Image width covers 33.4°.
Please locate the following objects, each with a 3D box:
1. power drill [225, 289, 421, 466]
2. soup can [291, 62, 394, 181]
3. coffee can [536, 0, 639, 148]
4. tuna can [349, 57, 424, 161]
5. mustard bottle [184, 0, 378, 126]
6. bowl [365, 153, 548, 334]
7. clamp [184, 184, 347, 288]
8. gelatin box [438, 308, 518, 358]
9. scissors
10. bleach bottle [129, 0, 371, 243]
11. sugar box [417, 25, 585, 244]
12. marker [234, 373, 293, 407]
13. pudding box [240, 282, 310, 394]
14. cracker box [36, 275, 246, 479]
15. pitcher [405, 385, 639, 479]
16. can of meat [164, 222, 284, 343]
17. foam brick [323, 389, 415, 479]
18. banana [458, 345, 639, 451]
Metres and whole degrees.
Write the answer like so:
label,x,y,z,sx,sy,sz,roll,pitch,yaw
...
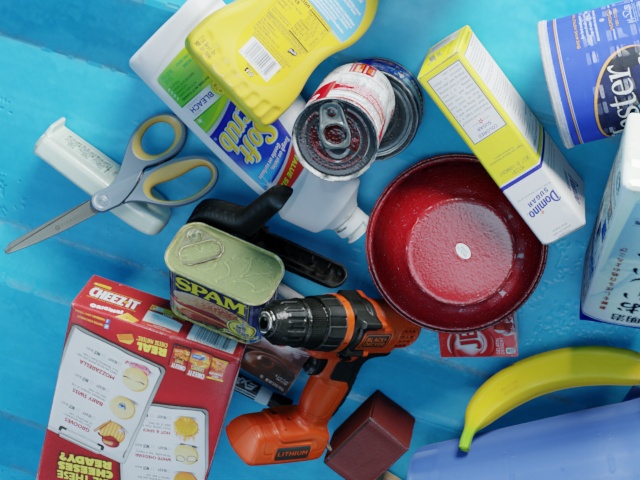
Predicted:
label,x,y,z,sx,sy,sz,roll,pitch,yaw
power drill,-0.013,0.125,0.977,0.188,0.184,0.057,-57,48,27
soup can,0.021,-0.097,0.855,0.068,0.102,0.068,5,116,11
coffee can,0.248,-0.137,0.823,0.140,0.102,0.103,-12,112,18
tuna can,0.045,-0.112,0.921,0.086,0.033,0.086,5,116,11
mustard bottle,-0.011,-0.189,0.856,0.191,0.058,0.096,-44,109,-2
bowl,0.119,0.007,0.920,0.162,0.055,0.162,0,97,4
clamp,-0.056,0.001,0.967,0.172,0.039,0.120,-2,131,48
gelatin box,0.144,0.065,0.985,0.073,0.030,0.089,-2,114,14
scissors,-0.194,-0.056,0.964,0.201,0.016,0.096,-13,86,-7
bleach bottle,-0.045,-0.099,0.934,0.103,0.068,0.250,-39,104,25
sugar box,0.151,-0.087,0.875,0.048,0.093,0.176,-31,105,24
marker,-0.080,0.146,1.082,0.121,0.020,0.020,27,118,0
pudding box,-0.057,0.082,1.035,0.113,0.039,0.090,30,118,-2
cracker box,-0.172,0.158,1.033,0.164,0.072,0.214,18,116,2
pitcher,0.207,0.237,0.985,0.243,0.149,0.145,-15,98,25
can of meat,-0.087,0.041,0.956,0.102,0.057,0.084,23,148,8
foam brick,0.049,0.198,1.058,0.051,0.053,0.078,38,118,-6
banana,0.213,0.134,0.983,0.198,0.069,0.037,-25,145,15
